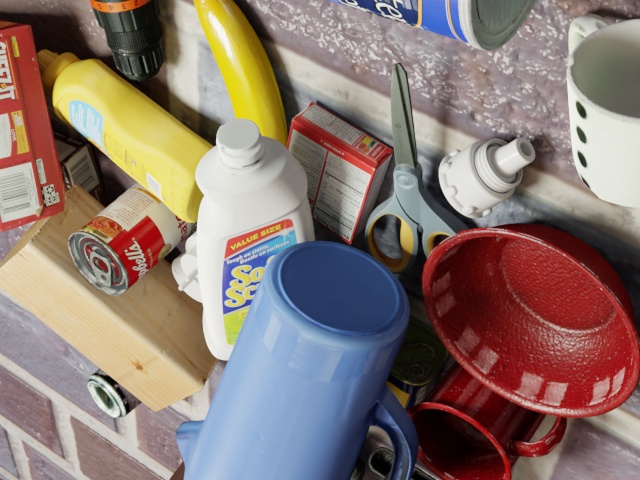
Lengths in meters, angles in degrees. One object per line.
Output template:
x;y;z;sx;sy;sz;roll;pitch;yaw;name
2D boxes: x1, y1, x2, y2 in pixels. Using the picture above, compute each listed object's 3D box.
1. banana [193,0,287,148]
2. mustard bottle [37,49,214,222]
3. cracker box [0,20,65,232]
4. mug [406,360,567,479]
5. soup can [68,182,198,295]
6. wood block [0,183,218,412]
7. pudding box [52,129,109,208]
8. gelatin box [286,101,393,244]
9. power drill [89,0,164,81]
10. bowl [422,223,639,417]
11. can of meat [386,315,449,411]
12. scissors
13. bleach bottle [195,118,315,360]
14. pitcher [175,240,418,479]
-0.057;-0.101;0.809;0.070;0.037;0.198;21;138;28;banana
-0.167;-0.098;0.897;0.192;0.058;0.096;38;162;10;mustard bottle
-0.310;-0.113;0.951;0.214;0.072;0.164;20;123;51;cracker box
0.133;0.135;0.816;0.117;0.081;0.093;2;126;43;mug
-0.163;-0.008;0.946;0.069;0.102;0.068;26;140;24;soup can
-0.193;0.057;1.010;0.206;0.090;0.091;43;137;-16;wood block
-0.255;-0.055;1.043;0.090;0.039;0.113;22;138;28;pudding box
0.009;-0.050;0.801;0.073;0.030;0.089;33;142;14;gelatin box
-0.204;-0.220;0.822;0.188;0.057;0.184;20;138;27;power drill
0.152;0.044;0.731;0.162;0.055;0.162;26;140;24;bowl
0.049;0.101;0.886;0.102;0.057;0.084;31;143;17;can of meat
0.078;-0.034;0.739;0.096;0.016;0.202;21;144;7;scissors
-0.055;0.001;0.809;0.102;0.068;0.251;-9;146;-2;bleach bottle
-0.008;0.125;0.811;0.145;0.149;0.243;-117;34;-41;pitcher
